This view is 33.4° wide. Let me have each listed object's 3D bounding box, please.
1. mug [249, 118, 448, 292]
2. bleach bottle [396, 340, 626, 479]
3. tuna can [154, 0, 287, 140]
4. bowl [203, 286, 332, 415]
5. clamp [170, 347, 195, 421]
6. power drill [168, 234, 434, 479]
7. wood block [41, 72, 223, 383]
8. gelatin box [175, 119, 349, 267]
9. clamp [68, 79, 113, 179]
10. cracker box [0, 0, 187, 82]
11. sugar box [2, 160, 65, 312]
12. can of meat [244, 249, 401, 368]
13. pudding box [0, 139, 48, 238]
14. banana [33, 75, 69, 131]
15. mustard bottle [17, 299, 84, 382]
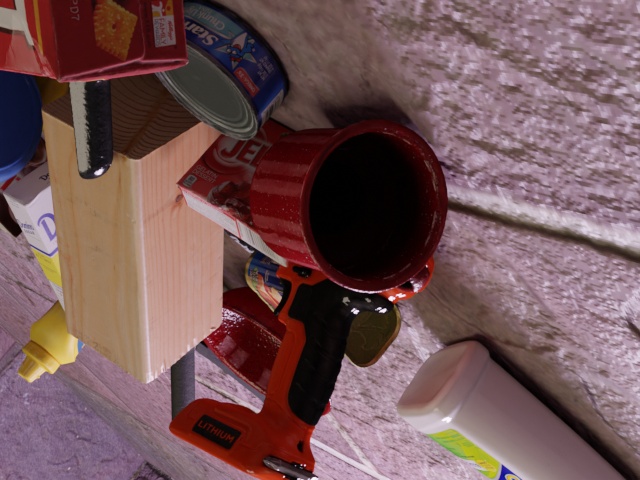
[{"bbox_3d":[0.019,-0.014,0.609,0.117,0.093,0.082,46,165,-25],"label":"mug"},{"bbox_3d":[0.179,0.177,0.793,0.251,0.068,0.103,38,162,-5],"label":"bleach bottle"},{"bbox_3d":[-0.062,-0.102,0.637,0.086,0.033,0.086,34,161,13],"label":"tuna can"},{"bbox_3d":[-0.042,0.093,1.001,0.162,0.055,0.162,31,154,17],"label":"bowl"},{"bbox_3d":[-0.142,0.086,1.088,0.036,0.164,0.210,-3,146,-11],"label":"clamp"},{"bbox_3d":[-0.029,0.058,0.715,0.185,0.187,0.057,16,169,48],"label":"power drill"},{"bbox_3d":[-0.130,-0.010,0.771,0.090,0.090,0.206,28,135,25],"label":"wood block"},{"bbox_3d":[-0.035,-0.036,0.678,0.089,0.073,0.030,31,159,23],"label":"gelatin box"},{"bbox_3d":[-0.138,-0.113,0.617,0.120,0.039,0.172,41,129,-16],"label":"clamp"},{"bbox_3d":[-0.153,-0.166,0.490,0.214,0.071,0.164,18,118,48],"label":"cracker box"},{"bbox_3d":[-0.225,0.002,1.028,0.048,0.093,0.176,24,144,39],"label":"sugar box"},{"bbox_3d":[0.000,0.043,0.822,0.084,0.057,0.102,16,151,53],"label":"can of meat"},{"bbox_3d":[-0.321,-0.073,1.093,0.039,0.090,0.113,19,152,47],"label":"pudding box"},{"bbox_3d":[-0.236,-0.109,0.857,0.037,0.069,0.198,36,156,-24],"label":"banana"},{"bbox_3d":[-0.250,0.070,1.131,0.058,0.191,0.096,39,161,0],"label":"mustard bottle"}]
